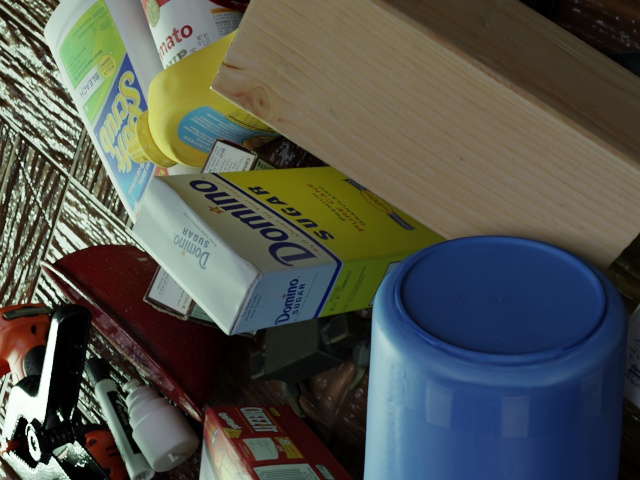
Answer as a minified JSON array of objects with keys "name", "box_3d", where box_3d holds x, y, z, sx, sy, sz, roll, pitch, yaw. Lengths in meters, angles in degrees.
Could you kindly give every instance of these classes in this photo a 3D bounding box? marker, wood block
[{"name":"marker","box_3d":[-0.160,0.137,0.837,0.020,0.020,0.121,-58,47,28]},{"name":"wood block","box_3d":[0.065,-0.070,0.525,0.206,0.090,0.091,32,129,1]}]

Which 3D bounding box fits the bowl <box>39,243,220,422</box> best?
[{"name":"bowl","box_3d":[-0.122,0.054,0.756,0.162,0.162,0.055,34,72,34]}]

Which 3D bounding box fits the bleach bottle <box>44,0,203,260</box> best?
[{"name":"bleach bottle","box_3d":[-0.113,-0.072,0.768,0.103,0.067,0.251,-37,72,36]}]

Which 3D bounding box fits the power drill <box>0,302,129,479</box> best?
[{"name":"power drill","box_3d":[-0.247,0.162,0.907,0.185,0.057,0.188,-42,69,31]}]

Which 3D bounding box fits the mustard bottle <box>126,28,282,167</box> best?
[{"name":"mustard bottle","box_3d":[-0.050,-0.092,0.672,0.192,0.096,0.058,-23,70,32]}]

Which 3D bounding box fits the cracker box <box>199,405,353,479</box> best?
[{"name":"cracker box","box_3d":[-0.032,0.231,0.675,0.164,0.072,0.214,-149,63,-68]}]

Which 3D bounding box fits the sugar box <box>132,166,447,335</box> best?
[{"name":"sugar box","box_3d":[-0.007,-0.001,0.604,0.093,0.175,0.048,41,119,31]}]

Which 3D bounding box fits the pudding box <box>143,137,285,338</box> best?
[{"name":"pudding box","box_3d":[-0.054,0.001,0.681,0.039,0.090,0.113,21,87,29]}]

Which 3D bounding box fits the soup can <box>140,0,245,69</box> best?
[{"name":"soup can","box_3d":[-0.086,-0.157,0.732,0.069,0.068,0.102,-29,75,39]}]

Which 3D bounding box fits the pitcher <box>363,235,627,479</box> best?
[{"name":"pitcher","box_3d":[0.079,0.129,0.507,0.149,0.144,0.243,36,139,45]}]

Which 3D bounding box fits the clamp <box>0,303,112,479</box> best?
[{"name":"clamp","box_3d":[-0.183,0.148,0.760,0.210,0.036,0.164,-34,73,54]}]
